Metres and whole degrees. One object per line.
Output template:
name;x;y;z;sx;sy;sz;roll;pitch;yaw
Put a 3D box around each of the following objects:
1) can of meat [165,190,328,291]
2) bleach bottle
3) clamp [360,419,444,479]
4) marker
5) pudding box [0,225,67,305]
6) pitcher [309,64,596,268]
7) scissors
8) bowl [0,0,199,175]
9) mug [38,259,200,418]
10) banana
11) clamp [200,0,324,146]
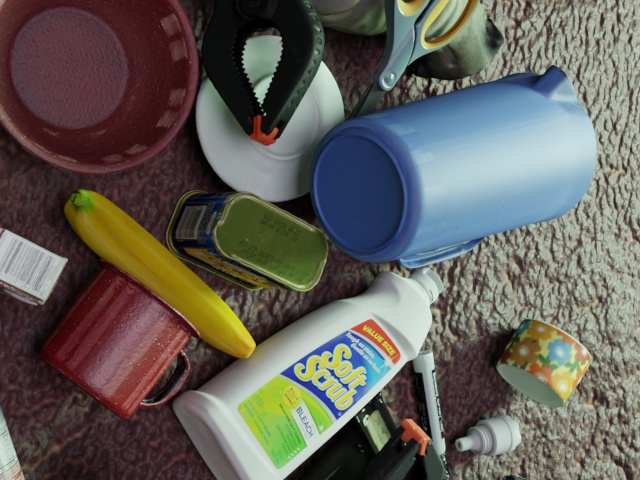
can of meat;-0.055;0.001;0.822;0.102;0.084;0.057;27;77;-28
bleach bottle;0.005;0.096;0.874;0.250;0.068;0.102;-38;110;-27
clamp;0.068;0.225;0.896;0.120;0.039;0.172;-3;123;-43
marker;0.099;0.159;0.955;0.020;0.020;0.121;-12;97;-30
pudding box;-0.237;0.002;0.709;0.113;0.090;0.039;33;76;-28
pitcher;0.103;-0.050;0.862;0.242;0.145;0.149;-17;97;-46
scissors;0.046;-0.145;0.826;0.201;0.016;0.096;-45;131;-6
bowl;-0.171;-0.127;0.766;0.161;0.055;0.162;-1;91;-31
mug;-0.141;0.080;0.774;0.081;0.093;0.117;-54;133;-14
banana;-0.126;0.022;0.791;0.037;0.070;0.197;-45;123;1
clamp;-0.053;-0.176;0.789;0.036;0.165;0.210;14;81;-70
